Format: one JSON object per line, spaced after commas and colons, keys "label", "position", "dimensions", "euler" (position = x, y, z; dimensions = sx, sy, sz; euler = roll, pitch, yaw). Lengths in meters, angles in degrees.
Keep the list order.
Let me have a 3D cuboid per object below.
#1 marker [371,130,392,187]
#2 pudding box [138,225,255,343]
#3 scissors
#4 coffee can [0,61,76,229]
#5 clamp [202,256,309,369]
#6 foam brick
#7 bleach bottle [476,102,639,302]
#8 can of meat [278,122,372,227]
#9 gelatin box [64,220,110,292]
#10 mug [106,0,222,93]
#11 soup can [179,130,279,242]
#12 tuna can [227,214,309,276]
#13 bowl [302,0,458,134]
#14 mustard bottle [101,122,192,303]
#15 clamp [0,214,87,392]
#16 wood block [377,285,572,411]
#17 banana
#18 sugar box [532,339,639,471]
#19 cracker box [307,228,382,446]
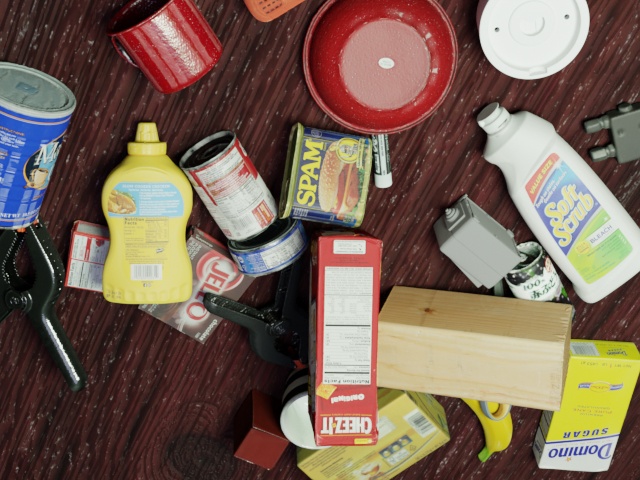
{"label": "marker", "position": [0.064, -0.115, 1.148], "dimensions": [0.020, 0.020, 0.121], "euler": [-6, 119, 1]}
{"label": "pudding box", "position": [-0.140, 0.051, 1.218], "dimensions": [0.090, 0.039, 0.114], "euler": [32, 113, -18]}
{"label": "scissors", "position": [0.233, 0.119, 1.277], "dimensions": [0.096, 0.016, 0.202], "euler": [-1, 103, -29]}
{"label": "coffee can", "position": [-0.320, -0.097, 1.094], "dimensions": [0.102, 0.103, 0.140], "euler": [19, 116, -13]}
{"label": "clamp", "position": [-0.063, 0.092, 1.223], "dimensions": [0.120, 0.039, 0.171], "euler": [-18, 129, -5]}
{"label": "foam brick", "position": [-0.072, 0.230, 1.297], "dimensions": [0.053, 0.078, 0.051], "euler": [25, 113, -15]}
{"label": "bleach bottle", "position": [0.253, -0.048, 1.169], "dimensions": [0.103, 0.068, 0.250], "euler": [-40, 111, 16]}
{"label": "can of meat", "position": [0.006, -0.067, 1.135], "dimensions": [0.084, 0.057, 0.102], "euler": [9, 88, -10]}
{"label": "gelatin box", "position": [-0.240, 0.022, 1.204], "dimensions": [0.089, 0.030, 0.073], "euler": [11, 119, -9]}
{"label": "mug", "position": [-0.160, -0.199, 1.061], "dimensions": [0.117, 0.093, 0.081], "euler": [-9, 129, 38]}
{"label": "soup can", "position": [-0.096, -0.057, 1.145], "dimensions": [0.068, 0.068, 0.102], "euler": [-26, 117, 11]}
{"label": "tuna can", "position": [-0.058, 0.001, 1.168], "dimensions": [0.086, 0.086, 0.033], "euler": [-20, 116, 8]}
{"label": "bowl", "position": [0.063, -0.181, 1.076], "dimensions": [0.162, 0.055, 0.162], "euler": [0, 108, -1]}
{"label": "mustard bottle", "position": [-0.186, -0.030, 1.144], "dimensions": [0.096, 0.058, 0.192], "euler": [0, 100, -5]}
{"label": "clamp", "position": [-0.344, 0.065, 1.209], "dimensions": [0.165, 0.036, 0.210], "euler": [7, 111, 16]}
{"label": "wood block", "position": [0.173, 0.119, 1.203], "dimensions": [0.206, 0.090, 0.090], "euler": [6, 119, 18]}
{"label": "banana", "position": [0.186, 0.200, 1.314], "dimensions": [0.070, 0.037, 0.197], "euler": [-30, 116, 10]}
{"label": "sugar box", "position": [0.328, 0.206, 1.319], "dimensions": [0.093, 0.048, 0.176], "euler": [4, 117, -5]}
{"label": "cracker box", "position": [0.025, 0.097, 1.139], "dimensions": [0.072, 0.164, 0.214], "euler": [1, 93, -3]}
